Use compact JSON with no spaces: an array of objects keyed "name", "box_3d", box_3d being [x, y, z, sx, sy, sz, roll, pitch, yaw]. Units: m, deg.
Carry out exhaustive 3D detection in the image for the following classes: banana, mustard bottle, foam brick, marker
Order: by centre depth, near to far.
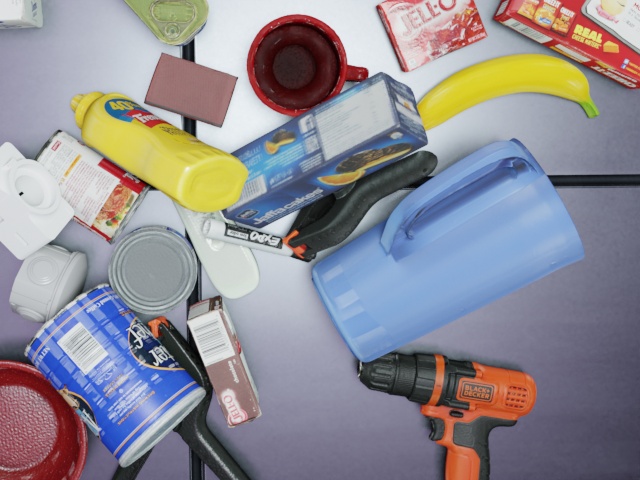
[{"name":"mustard bottle","box_3d":[-0.164,-0.091,0.990,0.192,0.096,0.058,30,107,28]},{"name":"foam brick","box_3d":[-0.123,-0.144,1.023,0.078,0.053,0.051,17,95,-7]},{"name":"marker","box_3d":[-0.057,0.001,1.041,0.120,0.020,0.020,15,96,-29]},{"name":"banana","box_3d":[0.181,-0.147,1.052,0.197,0.037,0.069,-5,96,-4]}]

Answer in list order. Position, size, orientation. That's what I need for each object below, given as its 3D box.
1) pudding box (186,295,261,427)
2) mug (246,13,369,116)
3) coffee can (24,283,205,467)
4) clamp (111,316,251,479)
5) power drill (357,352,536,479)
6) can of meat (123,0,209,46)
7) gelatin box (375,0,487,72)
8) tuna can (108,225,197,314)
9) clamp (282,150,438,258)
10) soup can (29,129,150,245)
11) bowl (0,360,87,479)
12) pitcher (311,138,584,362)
[{"name":"pudding box","box_3d":[-0.093,0.116,1.036,0.039,0.090,0.113,-19,97,-4]},{"name":"mug","box_3d":[-0.012,-0.163,1.014,0.117,0.081,0.093,3,96,-5]},{"name":"coffee can","box_3d":[-0.191,0.125,0.997,0.103,0.103,0.140,-43,83,1]},{"name":"clamp","box_3d":[-0.141,0.181,1.064,0.164,0.036,0.210,1,94,4]},{"name":"power drill","box_3d":[0.115,0.209,1.078,0.184,0.057,0.188,10,96,-5]},{"name":"can of meat","box_3d":[-0.150,-0.229,0.995,0.057,0.084,0.102,-42,98,1]},{"name":"gelatin box","box_3d":[0.108,-0.214,1.043,0.089,0.030,0.073,-24,98,-1]},{"name":"tuna can","box_3d":[-0.163,0.028,1.049,0.086,0.034,0.086,0,97,-4]},{"name":"clamp","box_3d":[0.037,-0.045,1.014,0.039,0.120,0.171,39,93,-24]},{"name":"soup can","box_3d":[-0.224,-0.051,1.018,0.102,0.068,0.068,33,93,-7]},{"name":"bowl","box_3d":[-0.306,0.191,1.046,0.162,0.055,0.162,0,97,-4]},{"name":"pitcher","box_3d":[0.114,0.009,1.017,0.243,0.145,0.149,-29,98,2]}]
